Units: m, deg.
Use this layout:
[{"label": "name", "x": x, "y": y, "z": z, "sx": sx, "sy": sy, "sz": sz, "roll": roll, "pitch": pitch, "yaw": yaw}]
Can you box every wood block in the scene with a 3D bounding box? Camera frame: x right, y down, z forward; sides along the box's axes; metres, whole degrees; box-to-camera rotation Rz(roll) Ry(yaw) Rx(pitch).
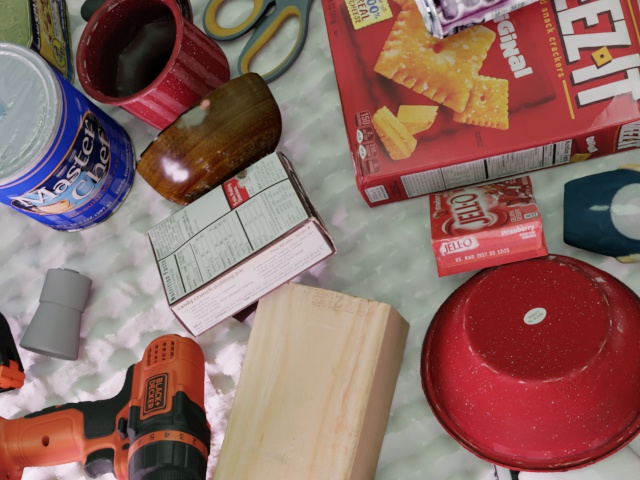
[{"label": "wood block", "x": -0.012, "y": 0.139, "z": 0.715, "sx": 0.090, "sy": 0.090, "sz": 0.206, "roll": 12, "pitch": 81, "yaw": 15}]

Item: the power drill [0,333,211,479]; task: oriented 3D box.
[{"label": "power drill", "x": -0.164, "y": 0.158, "z": 0.726, "sx": 0.188, "sy": 0.057, "sz": 0.184, "roll": -17, "pitch": 37, "yaw": 9}]

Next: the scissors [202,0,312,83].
[{"label": "scissors", "x": -0.019, "y": -0.215, "z": 0.836, "sx": 0.096, "sy": 0.016, "sz": 0.201, "roll": 28, "pitch": 84, "yaw": 17}]

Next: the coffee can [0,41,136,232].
[{"label": "coffee can", "x": -0.208, "y": -0.071, "z": 0.780, "sx": 0.103, "sy": 0.140, "sz": 0.103, "roll": -3, "pitch": 77, "yaw": 12}]

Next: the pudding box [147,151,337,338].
[{"label": "pudding box", "x": -0.055, "y": 0.001, "z": 0.708, "sx": 0.113, "sy": 0.039, "sz": 0.090, "roll": -33, "pitch": 40, "yaw": 5}]

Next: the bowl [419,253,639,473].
[{"label": "bowl", "x": 0.140, "y": 0.064, "z": 0.689, "sx": 0.162, "sy": 0.055, "sz": 0.162, "roll": -8, "pitch": 53, "yaw": 10}]

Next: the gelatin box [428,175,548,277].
[{"label": "gelatin box", "x": 0.112, "y": -0.012, "z": 0.724, "sx": 0.073, "sy": 0.089, "sz": 0.030, "roll": -11, "pitch": 111, "yaw": 10}]

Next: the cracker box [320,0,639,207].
[{"label": "cracker box", "x": 0.117, "y": -0.129, "z": 0.757, "sx": 0.214, "sy": 0.072, "sz": 0.164, "roll": -12, "pitch": 75, "yaw": 9}]

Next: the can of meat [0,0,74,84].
[{"label": "can of meat", "x": -0.236, "y": -0.169, "z": 0.838, "sx": 0.057, "sy": 0.084, "sz": 0.102, "roll": -11, "pitch": 75, "yaw": 10}]

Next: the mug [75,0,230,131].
[{"label": "mug", "x": -0.120, "y": -0.141, "z": 0.800, "sx": 0.093, "sy": 0.081, "sz": 0.117, "roll": -3, "pitch": 74, "yaw": 26}]
